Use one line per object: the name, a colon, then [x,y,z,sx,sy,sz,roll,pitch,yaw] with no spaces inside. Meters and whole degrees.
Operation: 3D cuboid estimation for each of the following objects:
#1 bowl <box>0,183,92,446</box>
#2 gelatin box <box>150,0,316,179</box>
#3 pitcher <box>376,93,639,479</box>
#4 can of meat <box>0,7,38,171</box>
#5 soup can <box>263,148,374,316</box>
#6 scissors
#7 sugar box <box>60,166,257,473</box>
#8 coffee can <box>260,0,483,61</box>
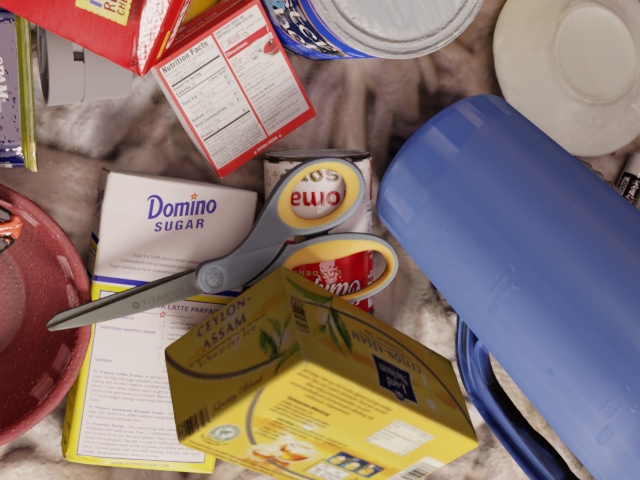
bowl: [-0.214,0.039,0.609,0.162,0.055,0.162,-3,99,-16]
gelatin box: [-0.054,-0.093,0.637,0.073,0.030,0.089,-35,125,-9]
pitcher: [0.140,0.036,0.625,0.149,0.145,0.243,-38,65,-7]
can of meat: [-0.202,-0.088,0.592,0.083,0.057,0.102,-3,99,-14]
soup can: [-0.001,-0.004,0.659,0.068,0.069,0.102,-3,99,-16]
scissors: [-0.054,0.001,0.607,0.201,0.016,0.096,-1,97,-9]
sugar box: [-0.099,0.049,0.650,0.093,0.048,0.176,9,93,-19]
coffee can: [0.021,-0.154,0.602,0.102,0.140,0.103,-3,99,-16]
